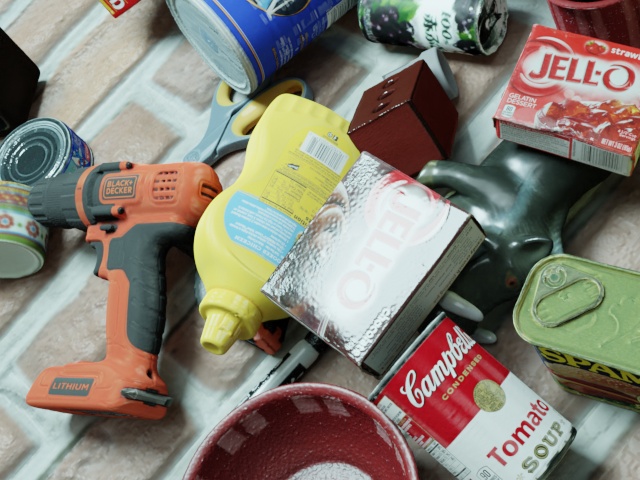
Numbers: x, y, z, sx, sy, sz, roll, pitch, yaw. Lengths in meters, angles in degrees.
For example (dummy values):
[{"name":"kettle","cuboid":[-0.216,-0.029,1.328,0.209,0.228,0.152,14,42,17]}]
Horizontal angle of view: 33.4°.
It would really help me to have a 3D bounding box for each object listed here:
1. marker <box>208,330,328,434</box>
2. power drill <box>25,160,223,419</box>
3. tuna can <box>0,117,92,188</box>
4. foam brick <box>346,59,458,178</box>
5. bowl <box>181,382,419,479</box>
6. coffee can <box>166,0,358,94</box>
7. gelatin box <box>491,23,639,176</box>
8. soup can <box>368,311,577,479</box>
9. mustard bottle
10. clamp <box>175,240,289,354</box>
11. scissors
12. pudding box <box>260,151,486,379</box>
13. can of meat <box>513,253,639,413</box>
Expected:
[{"name":"marker","cuboid":[-0.028,0.095,0.728,0.121,0.020,0.020,-46,53,-4]},{"name":"power drill","cuboid":[-0.161,0.033,0.781,0.185,0.057,0.187,-3,75,37]},{"name":"tuna can","cuboid":[-0.240,-0.062,0.914,0.086,0.033,0.086,-12,58,20]},{"name":"foam brick","cuboid":[0.059,-0.081,0.740,0.053,0.051,0.078,-28,21,25]},{"name":"bowl","cuboid":[-0.008,0.171,0.652,0.162,0.055,0.162,-12,58,20]},{"name":"coffee can","cuboid":[-0.036,-0.197,0.835,0.140,0.102,0.103,-41,53,-11]},{"name":"gelatin box","cuboid":[0.160,-0.088,0.655,0.089,0.030,0.073,20,71,20]},{"name":"soup can","cuboid":[0.087,0.100,0.616,0.102,0.068,0.068,41,84,10]},{"name":"mustard bottle","cuboid":[-0.031,-0.005,0.723,0.058,0.096,0.191,-42,18,57]},{"name":"clamp","cuboid":[-0.055,0.001,0.784,0.120,0.039,0.171,-39,58,8]},{"name":"scissors","cuboid":[-0.099,-0.081,0.866,0.202,0.016,0.096,-30,52,7]},{"name":"pudding box","cuboid":[0.032,0.013,0.649,0.090,0.039,0.113,34,88,36]},{"name":"can of meat","cuboid":[0.171,0.058,0.610,0.102,0.084,0.057,15,70,32]}]
